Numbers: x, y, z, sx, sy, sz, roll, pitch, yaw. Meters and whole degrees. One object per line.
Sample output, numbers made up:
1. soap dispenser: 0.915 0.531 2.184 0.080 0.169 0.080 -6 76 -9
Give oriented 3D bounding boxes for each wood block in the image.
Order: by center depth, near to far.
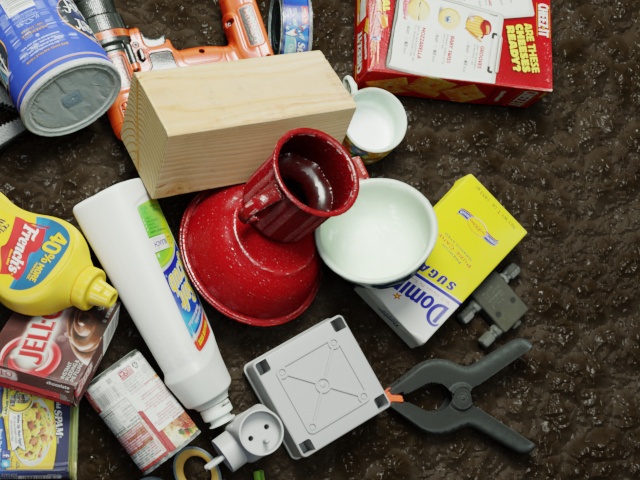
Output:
1. wood block: -0.081 -0.118 1.060 0.205 0.091 0.090 -13 56 -29

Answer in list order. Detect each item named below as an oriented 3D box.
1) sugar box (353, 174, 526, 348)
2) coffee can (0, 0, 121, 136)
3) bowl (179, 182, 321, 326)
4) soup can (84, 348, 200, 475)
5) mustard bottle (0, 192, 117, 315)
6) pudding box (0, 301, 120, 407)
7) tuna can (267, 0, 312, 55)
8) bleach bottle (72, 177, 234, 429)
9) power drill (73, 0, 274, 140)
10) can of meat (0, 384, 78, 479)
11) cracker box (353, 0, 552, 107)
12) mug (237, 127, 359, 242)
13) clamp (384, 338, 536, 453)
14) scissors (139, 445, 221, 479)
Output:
1. sugar box: 0.129 0.022 1.142 0.093 0.048 0.176 45 71 -2
2. coffee can: -0.271 -0.186 1.036 0.102 0.103 0.140 -27 69 -18
3. bowl: -0.057 0.001 1.068 0.161 0.055 0.162 14 60 -26
4. soup can: -0.173 0.164 1.024 0.068 0.069 0.102 -37 89 -18
5. mustard bottle: -0.276 0.018 1.002 0.192 0.058 0.096 24 60 12
6. pudding box: -0.249 0.095 0.999 0.090 0.039 0.113 15 40 4
7. tuna can: -0.033 -0.224 1.132 0.033 0.086 0.086 -1 79 -13
8. bleach bottle: -0.150 0.064 1.045 0.068 0.102 0.251 -26 92 12
9. power drill: -0.155 -0.210 1.115 0.187 0.057 0.184 -19 87 -14
10. can of meat: -0.270 0.175 1.004 0.084 0.057 0.102 2 78 -12
11. cracker box: 0.145 -0.242 1.189 0.213 0.072 0.164 4 78 -14
12. mug: -0.031 -0.044 1.017 0.117 0.082 0.093 -31 85 -39
13. clamp: 0.151 0.173 1.120 0.171 0.039 0.120 -9 79 -9
14. scissors: -0.089 0.279 1.049 0.201 0.016 0.096 33 73 -6
